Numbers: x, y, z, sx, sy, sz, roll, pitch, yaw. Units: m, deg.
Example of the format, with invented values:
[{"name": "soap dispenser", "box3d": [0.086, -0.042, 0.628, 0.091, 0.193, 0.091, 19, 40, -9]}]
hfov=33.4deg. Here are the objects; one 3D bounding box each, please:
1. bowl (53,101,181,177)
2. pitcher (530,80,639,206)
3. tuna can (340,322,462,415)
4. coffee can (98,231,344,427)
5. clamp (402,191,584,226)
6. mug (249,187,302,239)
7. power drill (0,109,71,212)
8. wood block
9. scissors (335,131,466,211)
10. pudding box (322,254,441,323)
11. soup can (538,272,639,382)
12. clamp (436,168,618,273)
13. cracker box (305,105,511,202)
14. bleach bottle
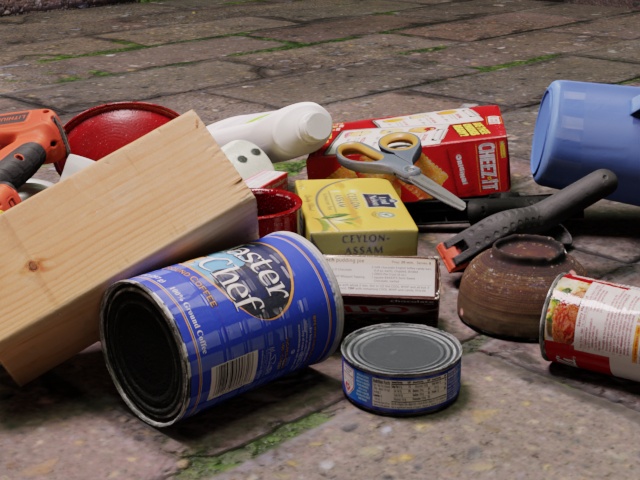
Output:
[{"name": "bowl", "box3d": [-0.200, -0.071, 1.122, 0.162, 0.162, 0.055, -4, 54, -8]}, {"name": "pitcher", "box3d": [0.341, -0.097, 1.059, 0.243, 0.149, 0.145, 9, 15, 3]}, {"name": "tuna can", "box3d": [0.057, 0.090, 0.756, 0.086, 0.034, 0.086, -1, 19, 0]}, {"name": "coffee can", "box3d": [-0.068, 0.059, 0.749, 0.140, 0.103, 0.103, -18, 25, -40]}, {"name": "clamp", "box3d": [0.186, -0.030, 1.066, 0.209, 0.036, 0.165, -3, 4, -21]}, {"name": "mug", "box3d": [-0.056, 0.001, 0.949, 0.093, 0.081, 0.117, 7, 21, 22]}, {"name": "power drill", "box3d": [-0.338, -0.057, 1.021, 0.185, 0.057, 0.187, -2, 33, 18]}, {"name": "wood block", "box3d": [-0.155, 0.005, 0.775, 0.206, 0.090, 0.091, -30, 70, -14]}, {"name": "scissors", "box3d": [0.097, -0.073, 1.043, 0.096, 0.016, 0.202, -27, 33, -32]}, {"name": "pudding box", "box3d": [0.038, 0.039, 0.840, 0.113, 0.039, 0.090, -1, -15, 6]}, {"name": "soup can", "box3d": [0.218, 0.065, 0.770, 0.102, 0.068, 0.068, 11, 22, 31]}, {"name": "clamp", "box3d": [0.188, -0.014, 0.966, 0.171, 0.120, 0.039, -17, 60, -30]}, {"name": "cracker box", "box3d": [0.100, -0.092, 1.197, 0.214, 0.072, 0.164, -5, 18, 8]}, {"name": "bleach bottle", "box3d": [-0.063, -0.111, 1.179, 0.102, 0.068, 0.251, -26, 11, -23]}]
